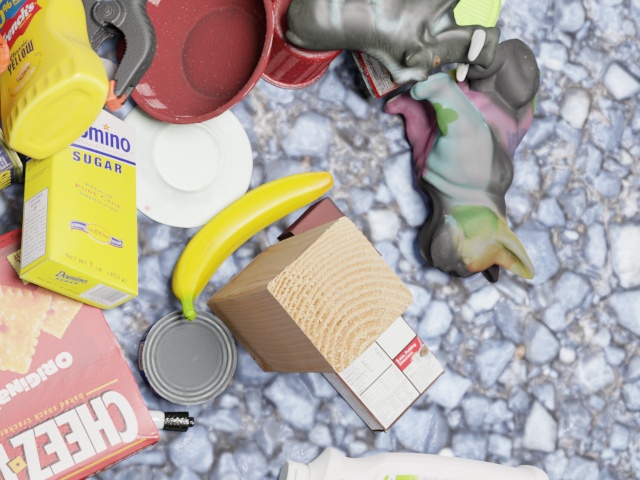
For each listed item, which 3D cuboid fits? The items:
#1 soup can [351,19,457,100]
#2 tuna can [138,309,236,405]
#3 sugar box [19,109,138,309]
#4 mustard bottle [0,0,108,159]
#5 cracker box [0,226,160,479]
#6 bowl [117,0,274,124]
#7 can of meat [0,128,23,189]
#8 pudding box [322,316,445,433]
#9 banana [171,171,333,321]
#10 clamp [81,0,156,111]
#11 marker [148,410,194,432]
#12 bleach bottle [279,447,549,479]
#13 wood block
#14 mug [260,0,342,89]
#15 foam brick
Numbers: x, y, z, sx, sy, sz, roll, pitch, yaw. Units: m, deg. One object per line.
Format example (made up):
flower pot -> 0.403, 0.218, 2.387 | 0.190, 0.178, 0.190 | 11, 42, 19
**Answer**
soup can -> 0.084, -0.187, 1.031 | 0.102, 0.068, 0.068 | -24, 91, 7
tuna can -> -0.121, 0.105, 0.966 | 0.086, 0.034, 0.086 | 2, 83, -18
sugar box -> -0.200, -0.037, 0.897 | 0.093, 0.048, 0.176 | 28, 46, -44
mustard bottle -> -0.234, -0.164, 0.886 | 0.058, 0.096, 0.192 | 23, 34, -45
cracker box -> -0.253, 0.108, 0.888 | 0.164, 0.072, 0.214 | -25, 83, -20
bowl -> -0.103, -0.178, 0.971 | 0.162, 0.055, 0.162 | -4, 81, 24
can of meat -> -0.301, -0.058, 0.892 | 0.083, 0.102, 0.057 | -34, 92, -17
pudding box -> 0.051, 0.113, 1.020 | 0.090, 0.039, 0.113 | -42, 95, -18
banana -> -0.073, -0.005, 0.983 | 0.070, 0.037, 0.197 | 33, 66, 28
clamp -> -0.176, -0.203, 0.945 | 0.120, 0.039, 0.171 | -14, 80, 6
marker -> -0.172, 0.159, 0.950 | 0.121, 0.020, 0.020 | 6, 81, -17
bleach bottle -> 0.085, 0.239, 1.003 | 0.250, 0.068, 0.102 | 15, 79, -14
wood block -> -0.015, 0.052, 0.915 | 0.090, 0.206, 0.091 | -43, 97, -18
mug -> -0.018, -0.210, 1.013 | 0.093, 0.082, 0.117 | 8, 81, -17
foam brick -> 0.008, 0.006, 1.011 | 0.078, 0.053, 0.051 | 47, 72, -7
